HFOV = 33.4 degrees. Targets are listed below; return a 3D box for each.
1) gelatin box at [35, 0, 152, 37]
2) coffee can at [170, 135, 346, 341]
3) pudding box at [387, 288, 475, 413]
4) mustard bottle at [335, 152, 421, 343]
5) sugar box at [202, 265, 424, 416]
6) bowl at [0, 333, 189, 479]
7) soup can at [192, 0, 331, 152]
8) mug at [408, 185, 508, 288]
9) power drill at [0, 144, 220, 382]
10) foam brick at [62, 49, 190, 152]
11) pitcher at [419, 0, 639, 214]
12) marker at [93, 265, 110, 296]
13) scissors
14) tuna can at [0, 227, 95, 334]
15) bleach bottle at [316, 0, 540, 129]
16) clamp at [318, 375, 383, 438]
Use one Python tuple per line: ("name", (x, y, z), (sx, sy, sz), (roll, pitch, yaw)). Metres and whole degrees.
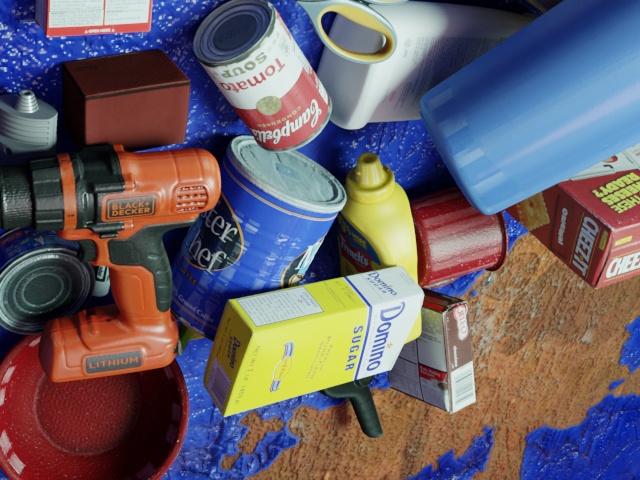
("gelatin box", (-0.147, -0.180, 0.698), (0.073, 0.030, 0.089), (-10, 129, -28))
("coffee can", (-0.056, 0.001, 0.863), (0.102, 0.103, 0.140), (9, 119, -40))
("pudding box", (0.104, 0.103, 1.047), (0.039, 0.090, 0.113), (-21, 114, -35))
("mustard bottle", (0.049, 0.002, 0.942), (0.058, 0.096, 0.191), (-23, 135, -16))
("sugar box", (-0.003, 0.079, 0.858), (0.175, 0.048, 0.093), (-8, 134, -35))
("bowl", (-0.192, 0.138, 0.883), (0.162, 0.055, 0.162), (0, 90, -13))
("soup can", (-0.042, -0.123, 0.794), (0.068, 0.069, 0.102), (-39, 137, -2))
("mug", (0.114, 0.002, 1.000), (0.081, 0.093, 0.117), (-16, 142, -18))
("power drill", (-0.167, 0.018, 0.763), (0.184, 0.057, 0.188), (-5, 133, -17))
("foam brick", (-0.139, -0.098, 0.757), (0.078, 0.053, 0.051), (-13, 131, -26))
("pitcher", (0.206, -0.118, 0.813), (0.243, 0.145, 0.149), (-30, 114, 12))
("marker", (-0.165, -0.009, 0.838), (0.020, 0.020, 0.121), (-4, 127, -34))
("scissors", (-0.010, -0.189, 0.724), (0.201, 0.016, 0.096), (30, 114, -36))
("tuna can", (-0.218, 0.030, 0.822), (0.086, 0.034, 0.086), (-19, 134, -22))
("bleach bottle", (0.120, -0.146, 0.896), (0.250, 0.068, 0.103), (-4, 126, -36))
("clamp", (0.037, 0.140, 1.089), (0.171, 0.039, 0.120), (20, 92, -41))
